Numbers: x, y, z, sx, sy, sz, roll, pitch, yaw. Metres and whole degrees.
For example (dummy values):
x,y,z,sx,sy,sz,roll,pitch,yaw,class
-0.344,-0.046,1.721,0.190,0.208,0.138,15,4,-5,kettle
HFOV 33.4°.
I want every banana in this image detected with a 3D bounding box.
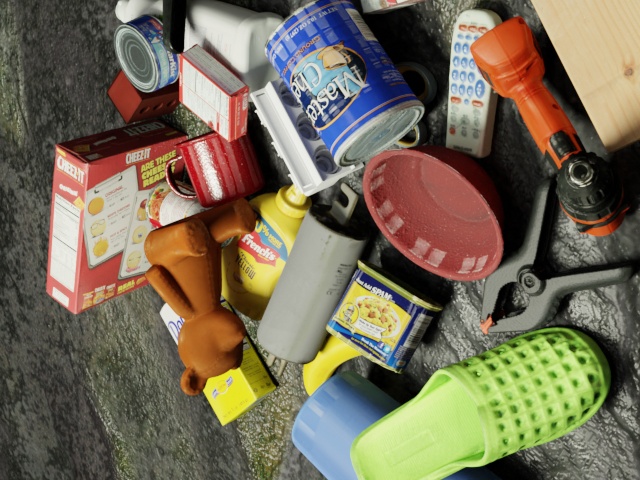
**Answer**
x,y,z,sx,sy,sz,roll,pitch,yaw,class
0.031,0.133,1.234,0.069,0.037,0.198,41,134,-3,banana

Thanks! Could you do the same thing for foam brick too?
x,y,z,sx,sy,sz,roll,pitch,yaw,class
-0.212,-0.184,1.312,0.051,0.078,0.053,55,136,12,foam brick

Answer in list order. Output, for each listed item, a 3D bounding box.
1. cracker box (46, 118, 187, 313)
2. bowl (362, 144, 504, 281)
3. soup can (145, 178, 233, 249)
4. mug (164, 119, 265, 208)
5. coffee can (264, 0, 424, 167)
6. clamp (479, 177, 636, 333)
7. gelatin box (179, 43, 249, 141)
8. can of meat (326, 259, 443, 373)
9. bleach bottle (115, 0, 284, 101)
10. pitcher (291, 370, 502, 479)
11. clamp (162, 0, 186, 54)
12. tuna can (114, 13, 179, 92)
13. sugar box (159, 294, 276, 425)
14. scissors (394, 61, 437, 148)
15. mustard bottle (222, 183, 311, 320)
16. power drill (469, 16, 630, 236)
x,y,z,sx,sy,sz,roll,pitch,yaw,class
-0.260,-0.033,1.350,0.072,0.163,0.214,29,123,30,cracker box
0.122,-0.038,1.049,0.162,0.055,0.162,30,147,22,bowl
-0.158,-0.031,1.324,0.102,0.068,0.068,23,120,35,soup can
-0.126,-0.085,1.251,0.117,0.093,0.081,-17,100,9,mug
0.023,-0.159,1.061,0.103,0.102,0.140,-44,74,43,coffee can
0.207,0.024,1.028,0.172,0.039,0.120,-41,70,36,clamp
-0.117,-0.162,1.179,0.089,0.030,0.073,40,149,22,gelatin box
0.066,0.082,1.142,0.102,0.057,0.084,32,97,30,can of meat
-0.151,-0.245,1.243,0.251,0.067,0.103,28,127,35,bleach bottle
0.087,0.258,1.157,0.243,0.144,0.149,38,108,25,pitcher
-0.148,-0.327,1.202,0.165,0.036,0.210,-41,55,15,clamp
-0.202,-0.217,1.240,0.086,0.033,0.086,33,140,33,tuna can
-0.135,0.141,1.380,0.176,0.048,0.093,57,134,10,sugar box
0.048,-0.181,1.115,0.202,0.016,0.096,50,130,18,scissors
-0.058,0.002,1.250,0.096,0.058,0.192,48,131,19,mustard bottle
0.196,-0.095,0.907,0.057,0.184,0.188,-29,73,11,power drill
